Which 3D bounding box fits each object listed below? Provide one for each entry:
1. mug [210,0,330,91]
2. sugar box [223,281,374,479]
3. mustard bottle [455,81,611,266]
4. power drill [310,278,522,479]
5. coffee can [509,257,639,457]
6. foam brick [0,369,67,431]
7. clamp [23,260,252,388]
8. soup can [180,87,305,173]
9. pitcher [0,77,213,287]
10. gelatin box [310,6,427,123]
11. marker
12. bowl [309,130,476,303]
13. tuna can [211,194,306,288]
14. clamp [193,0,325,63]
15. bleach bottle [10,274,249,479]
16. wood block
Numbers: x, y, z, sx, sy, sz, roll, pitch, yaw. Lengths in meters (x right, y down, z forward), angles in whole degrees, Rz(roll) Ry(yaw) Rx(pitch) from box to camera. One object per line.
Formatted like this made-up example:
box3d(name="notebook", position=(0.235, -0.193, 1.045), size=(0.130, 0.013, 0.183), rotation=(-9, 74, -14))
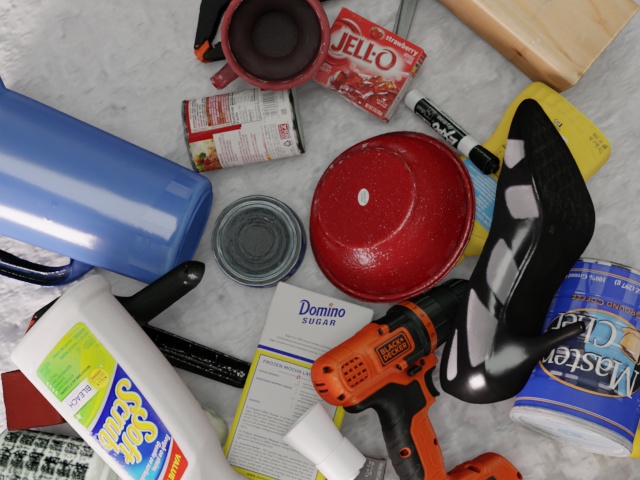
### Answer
box3d(name="mug", position=(-0.049, -0.174, 0.940), size=(0.117, 0.081, 0.093), rotation=(-42, 102, 6))
box3d(name="sugar box", position=(-0.020, 0.133, 0.941), size=(0.093, 0.048, 0.176), rotation=(17, 68, 4))
box3d(name="mustard bottle", position=(0.160, -0.043, 0.951), size=(0.191, 0.058, 0.096), rotation=(-45, 74, 1))
box3d(name="power drill", position=(0.100, 0.143, 0.928), size=(0.184, 0.057, 0.187), rotation=(-28, 91, -27))
box3d(name="coffee can", position=(0.229, 0.098, 0.901), size=(0.103, 0.103, 0.140), rotation=(19, 75, 5))
box3d(name="foam brick", position=(-0.250, 0.140, 0.966), size=(0.051, 0.078, 0.053), rotation=(-7, 86, 3))
box3d(name="clamp", position=(-0.170, 0.072, 0.946), size=(0.210, 0.164, 0.036), rotation=(3, 48, 12))
box3d(name="soup can", position=(-0.069, -0.103, 0.970), size=(0.102, 0.068, 0.068), rotation=(-10, 86, 4))
box3d(name="pitcher", position=(-0.228, -0.038, 0.958), size=(0.243, 0.149, 0.145), rotation=(22, 65, 3))
box3d(name="gelatin box", position=(0.041, -0.161, 0.974), size=(0.089, 0.030, 0.073), rotation=(32, 95, 14))
box3d(name="marker", position=(0.117, -0.096, 0.948), size=(0.020, 0.020, 0.121), rotation=(-43, 54, 1))
box3d(name="bowl", position=(0.050, -0.029, 0.931), size=(0.162, 0.055, 0.162), rotation=(-9, 70, 26))
box3d(name="tuna can", position=(-0.056, 0.001, 0.980), size=(0.086, 0.033, 0.086), rotation=(0, 87, 5))
box3d(name="clamp", position=(-0.059, -0.238, 0.991), size=(0.171, 0.039, 0.120), rotation=(-36, 84, 2))
box3d(name="bleach bottle", position=(-0.135, 0.152, 0.875), size=(0.251, 0.068, 0.103), rotation=(46, 107, 4))
box3d(name="wood block", position=(0.162, -0.230, 0.936), size=(0.206, 0.091, 0.090), rotation=(40, 91, -1))
